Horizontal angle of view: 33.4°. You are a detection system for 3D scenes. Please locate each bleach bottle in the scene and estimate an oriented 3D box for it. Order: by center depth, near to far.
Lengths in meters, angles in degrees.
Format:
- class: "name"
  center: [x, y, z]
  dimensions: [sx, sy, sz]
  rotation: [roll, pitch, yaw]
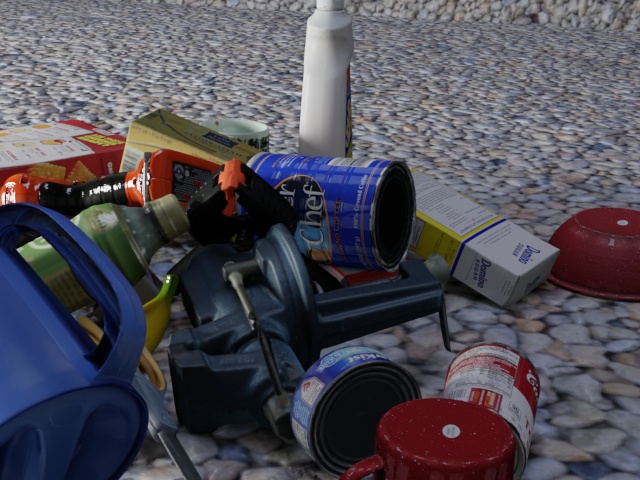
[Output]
- class: "bleach bottle"
  center: [0.007, -0.155, 1.215]
  dimensions: [0.068, 0.251, 0.102]
  rotation: [4, 20, 8]

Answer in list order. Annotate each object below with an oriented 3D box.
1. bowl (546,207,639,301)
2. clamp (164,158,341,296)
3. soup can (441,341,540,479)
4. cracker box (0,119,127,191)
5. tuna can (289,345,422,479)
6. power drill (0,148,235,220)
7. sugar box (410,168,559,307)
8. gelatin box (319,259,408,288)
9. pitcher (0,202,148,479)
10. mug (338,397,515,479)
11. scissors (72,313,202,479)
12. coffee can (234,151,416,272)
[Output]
- class: "bowl"
  center: [0.299, 0.006, 1.076]
  dimensions: [0.162, 0.055, 0.162]
  rotation: [1, 20, -1]
- class: "clamp"
  center: [-0.056, 0.001, 0.918]
  dimensions: [0.164, 0.210, 0.036]
  rotation: [5, 60, -2]
- class: "soup can"
  center: [0.111, 0.120, 0.725]
  dimensions: [0.068, 0.068, 0.102]
  rotation: [7, 21, 14]
- class: "cracker box"
  center: [-0.338, -0.083, 1.259]
  dimensions: [0.213, 0.072, 0.164]
  rotation: [-15, 26, -40]
- class: "tuna can"
  center: [0.023, 0.114, 0.710]
  dimensions: [0.086, 0.086, 0.034]
  rotation: [-9, 20, -26]
- class: "power drill"
  center: [-0.173, -0.034, 0.994]
  dimensions: [0.188, 0.057, 0.184]
  rotation: [-9, -11, 34]
- class: "sugar box"
  center: [0.135, -0.005, 1.046]
  dimensions: [0.176, 0.048, 0.093]
  rotation: [35, 34, 24]
- class: "gelatin box"
  center: [0.039, 0.028, 1.034]
  dimensions: [0.073, 0.030, 0.089]
  rotation: [-9, 23, -24]
- class: "pitcher"
  center: [-0.214, 0.051, 0.656]
  dimensions: [0.149, 0.145, 0.243]
  rotation: [-26, 56, -27]
- class: "mug"
  center: [0.060, 0.147, 0.626]
  dimensions: [0.117, 0.081, 0.093]
  rotation: [-5, 21, -17]
- class: "scissors"
  center: [-0.120, 0.110, 0.704]
  dimensions: [0.096, 0.016, 0.202]
  rotation: [39, 7, -33]
- class: "coffee can"
  center: [0.006, -0.028, 0.991]
  dimensions: [0.140, 0.103, 0.102]
  rotation: [5, 19, 26]
